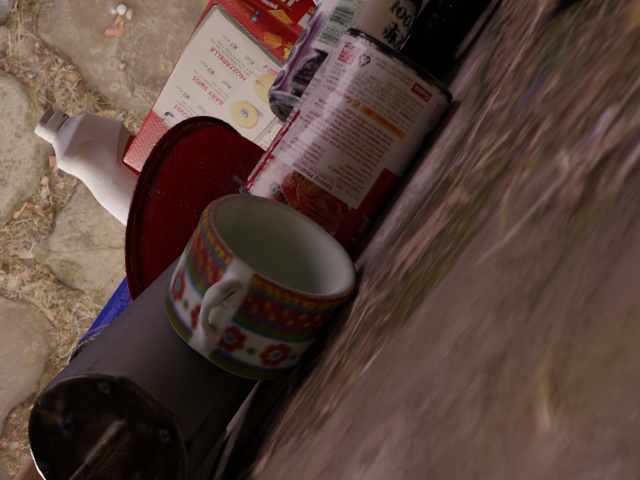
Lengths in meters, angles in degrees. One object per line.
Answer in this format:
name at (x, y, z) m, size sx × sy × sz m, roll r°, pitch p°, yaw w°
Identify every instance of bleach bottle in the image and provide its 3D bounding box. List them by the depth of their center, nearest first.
bleach bottle at (-0.153, -0.040, 0.988) m, size 0.068 × 0.250 × 0.102 m, roll -53°, pitch 7°, yaw 37°

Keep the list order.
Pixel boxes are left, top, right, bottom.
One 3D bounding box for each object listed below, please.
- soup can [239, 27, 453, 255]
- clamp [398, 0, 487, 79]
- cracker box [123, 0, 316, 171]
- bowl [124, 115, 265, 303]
soup can at (0.013, -0.049, 0.553) m, size 0.102 × 0.068 × 0.068 m, roll -56°, pitch 5°, yaw 4°
clamp at (0.058, -0.109, 0.661) m, size 0.210 × 0.036 × 0.164 m, roll -53°, pitch 7°, yaw 37°
cracker box at (-0.046, -0.105, 0.884) m, size 0.214 × 0.164 × 0.072 m, roll -52°, pitch 6°, yaw 43°
bowl at (-0.054, 0.001, 0.684) m, size 0.161 × 0.055 × 0.162 m, roll -13°, pitch -75°, yaw -61°
